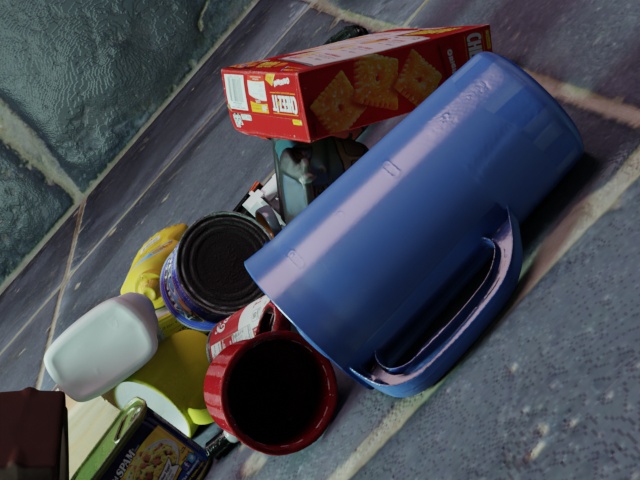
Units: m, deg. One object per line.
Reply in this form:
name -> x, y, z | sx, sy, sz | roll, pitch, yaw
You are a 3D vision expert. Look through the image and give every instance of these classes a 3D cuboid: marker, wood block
marker -> -0.056, 0.149, 0.915 | 0.121, 0.020, 0.020 | -44, 18, 19
wood block -> -0.270, 0.226, 1.162 | 0.206, 0.090, 0.091 | -43, 19, 18

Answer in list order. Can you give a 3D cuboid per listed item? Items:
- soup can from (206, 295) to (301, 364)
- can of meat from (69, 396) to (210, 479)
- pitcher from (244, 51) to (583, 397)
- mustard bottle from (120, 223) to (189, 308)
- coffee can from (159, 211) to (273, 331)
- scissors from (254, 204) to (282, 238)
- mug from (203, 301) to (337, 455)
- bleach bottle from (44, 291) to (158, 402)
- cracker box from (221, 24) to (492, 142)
soup can -> -0.045, 0.085, 0.938 | 0.102, 0.068, 0.068 | -32, 24, 46
can of meat -> -0.157, 0.203, 0.937 | 0.102, 0.084, 0.058 | -54, 17, -16
pitcher -> 0.077, -0.012, 0.772 | 0.243, 0.149, 0.145 | -45, 2, 3
mustard bottle -> -0.198, 0.038, 1.298 | 0.096, 0.058, 0.191 | -38, 12, 7
coffee can -> -0.106, 0.034, 1.093 | 0.102, 0.103, 0.140 | -55, 5, -17
scissors -> -0.057, 0.001, 1.128 | 0.016, 0.096, 0.202 | -27, 15, -14
mug -> -0.043, 0.106, 0.836 | 0.082, 0.093, 0.117 | 165, 110, -69
bleach bottle -> -0.200, 0.088, 1.061 | 0.102, 0.068, 0.251 | -37, 5, 2
cracker box -> 0.036, -0.154, 1.032 | 0.213, 0.072, 0.164 | -18, 17, -26
